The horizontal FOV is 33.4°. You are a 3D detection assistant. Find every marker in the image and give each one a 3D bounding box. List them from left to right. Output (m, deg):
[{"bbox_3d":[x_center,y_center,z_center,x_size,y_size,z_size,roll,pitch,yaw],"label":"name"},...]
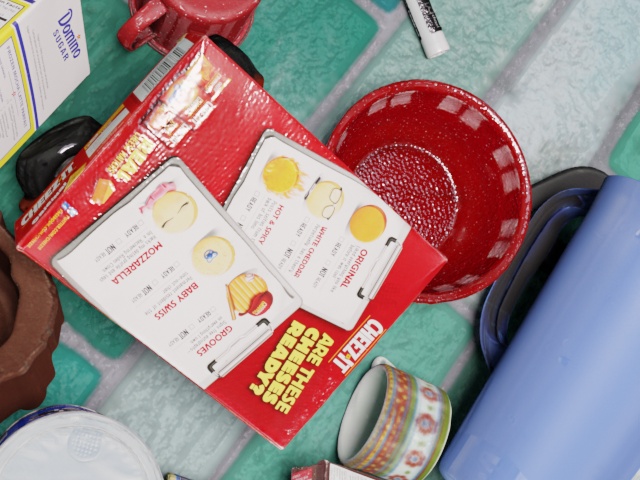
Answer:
[{"bbox_3d":[0.068,-0.198,0.818,0.020,0.020,0.121,-22,90,-17],"label":"marker"}]

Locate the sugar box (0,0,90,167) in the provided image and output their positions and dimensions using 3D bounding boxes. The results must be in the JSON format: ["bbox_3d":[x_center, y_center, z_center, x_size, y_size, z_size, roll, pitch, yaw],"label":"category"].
[{"bbox_3d":[-0.212,-0.092,0.660,0.048,0.093,0.176,21,52,12],"label":"sugar box"}]

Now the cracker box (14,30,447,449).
[{"bbox_3d":[-0.054,0.001,0.666,0.213,0.072,0.164,41,91,-23],"label":"cracker box"}]

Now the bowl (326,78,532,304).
[{"bbox_3d":[0.070,-0.033,0.780,0.162,0.055,0.162,2,83,-15],"label":"bowl"}]

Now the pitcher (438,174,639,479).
[{"bbox_3d":[0.181,0.082,0.729,0.145,0.149,0.243,34,90,-4],"label":"pitcher"}]

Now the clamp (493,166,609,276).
[{"bbox_3d":[0.234,0.005,0.831,0.209,0.036,0.164,3,84,-13],"label":"clamp"}]

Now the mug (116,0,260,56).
[{"bbox_3d":[-0.092,-0.171,0.737,0.117,0.082,0.093,-37,94,-17],"label":"mug"}]

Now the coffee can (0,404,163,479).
[{"bbox_3d":[-0.155,0.153,0.650,0.102,0.140,0.103,2,83,-16],"label":"coffee can"}]
